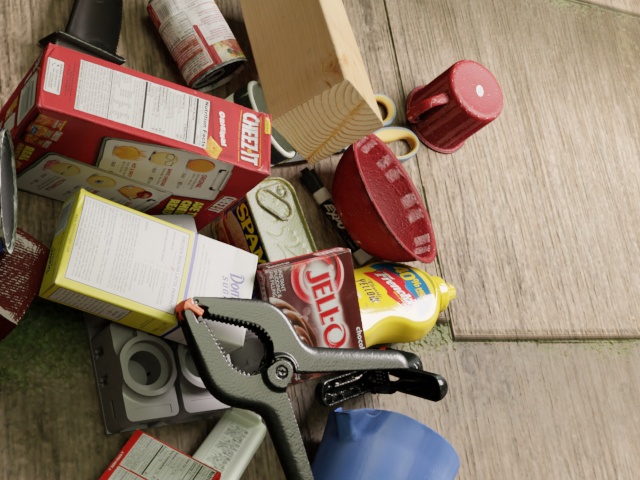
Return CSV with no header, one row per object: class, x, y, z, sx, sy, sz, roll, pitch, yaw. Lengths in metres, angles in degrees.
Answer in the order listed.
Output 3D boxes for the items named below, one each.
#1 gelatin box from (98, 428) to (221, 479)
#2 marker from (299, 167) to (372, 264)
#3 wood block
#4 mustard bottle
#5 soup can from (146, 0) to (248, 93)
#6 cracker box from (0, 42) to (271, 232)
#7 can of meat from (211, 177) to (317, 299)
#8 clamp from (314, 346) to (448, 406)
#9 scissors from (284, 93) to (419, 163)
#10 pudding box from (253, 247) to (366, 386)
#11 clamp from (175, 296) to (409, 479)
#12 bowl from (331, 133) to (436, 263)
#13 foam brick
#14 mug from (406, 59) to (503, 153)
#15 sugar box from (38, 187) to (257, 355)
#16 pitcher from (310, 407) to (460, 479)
gelatin box,-0.139,0.213,0.908,0.089,0.030,0.073,24,52,15
marker,0.016,-0.028,1.153,0.020,0.020,0.121,-36,91,-39
wood block,-0.014,-0.196,1.114,0.090,0.091,0.206,43,25,-50
mustard bottle,0.067,0.065,1.114,0.191,0.058,0.096,-6,46,-37
soup can,-0.129,-0.213,1.111,0.068,0.069,0.102,-25,84,-39
cracker box,-0.174,-0.085,0.960,0.213,0.164,0.072,15,63,-28
can of meat,-0.057,0.001,1.049,0.057,0.084,0.102,-12,76,-37
clamp,0.050,0.132,1.036,0.120,0.171,0.039,2,92,-4
scissors,0.027,-0.126,1.209,0.201,0.016,0.096,0,67,-34
pudding box,-0.009,0.069,0.989,0.089,0.039,0.113,-14,101,-24
clamp,-0.039,0.124,0.905,0.210,0.036,0.164,32,69,-15
bowl,0.060,-0.036,1.140,0.162,0.055,0.162,48,25,-31
foam brick,-0.270,0.036,0.912,0.051,0.053,0.078,35,55,-16
mug,0.154,-0.161,1.266,0.117,0.082,0.093,-9,74,-36
sugar box,-0.145,0.030,0.923,0.176,0.048,0.093,24,59,-27
pitcher,0.034,0.286,0.960,0.149,0.145,0.242,24,59,2
